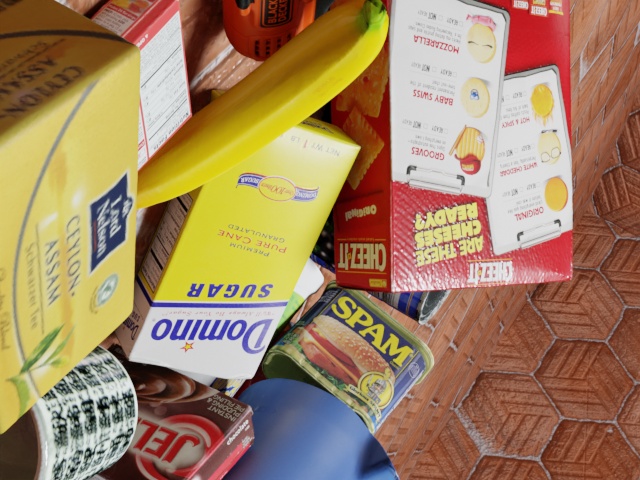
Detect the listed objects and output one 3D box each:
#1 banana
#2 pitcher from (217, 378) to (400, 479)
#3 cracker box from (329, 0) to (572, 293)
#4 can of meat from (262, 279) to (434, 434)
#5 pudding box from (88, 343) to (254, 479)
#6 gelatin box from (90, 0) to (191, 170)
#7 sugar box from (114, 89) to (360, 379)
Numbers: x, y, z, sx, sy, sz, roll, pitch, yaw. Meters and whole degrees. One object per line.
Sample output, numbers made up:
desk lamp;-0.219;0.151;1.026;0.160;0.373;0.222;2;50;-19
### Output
banana;-0.031;-0.076;0.570;0.198;0.037;0.069;-34;170;32
pitcher;-0.069;0.210;0.681;0.242;0.145;0.149;-45;164;-46
cracker box;0.089;-0.076;0.719;0.163;0.072;0.214;-2;92;-34
can of meat;0.019;0.093;0.793;0.083;0.102;0.058;-44;168;-37
pudding box;-0.111;0.121;0.660;0.089;0.114;0.039;-45;143;-42
gelatin box;-0.098;-0.071;0.520;0.073;0.030;0.089;-53;163;-28
sugar box;-0.054;0.001;0.672;0.093;0.048;0.176;14;107;-31
